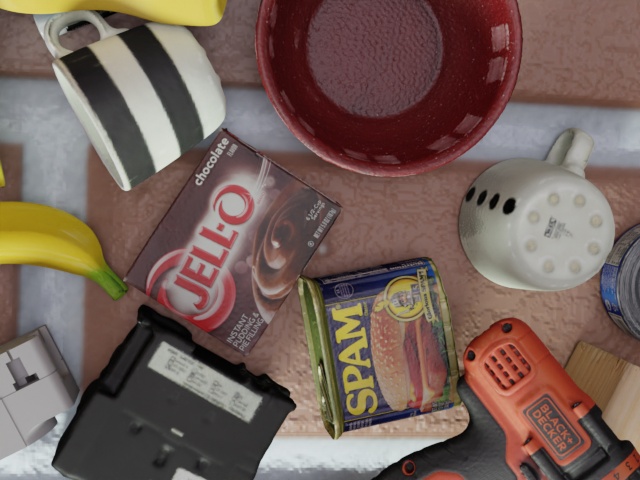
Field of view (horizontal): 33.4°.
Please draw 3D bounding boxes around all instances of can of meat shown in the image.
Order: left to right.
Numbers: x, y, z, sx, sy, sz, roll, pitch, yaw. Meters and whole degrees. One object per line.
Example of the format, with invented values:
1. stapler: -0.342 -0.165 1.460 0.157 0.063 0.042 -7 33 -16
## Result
1. can of meat: 0.037 0.065 0.670 0.084 0.057 0.102 -11 97 -10

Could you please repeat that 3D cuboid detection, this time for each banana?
1. banana: -0.209 0.013 0.615 0.197 0.037 0.070 -9 65 -30

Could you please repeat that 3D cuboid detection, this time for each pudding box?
1. pudding box: -0.054 0.001 0.660 0.090 0.039 0.113 33 90 -9

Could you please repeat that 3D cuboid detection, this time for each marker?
1. marker: -0.115 -0.152 0.649 0.121 0.020 0.020 -22 97 -5

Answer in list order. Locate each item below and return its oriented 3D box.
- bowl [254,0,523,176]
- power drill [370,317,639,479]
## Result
1. bowl: 0.038 -0.120 0.654 0.162 0.055 0.162 -1 95 -8
2. power drill: 0.098 0.166 0.614 0.188 0.057 0.184 -38 76 8
